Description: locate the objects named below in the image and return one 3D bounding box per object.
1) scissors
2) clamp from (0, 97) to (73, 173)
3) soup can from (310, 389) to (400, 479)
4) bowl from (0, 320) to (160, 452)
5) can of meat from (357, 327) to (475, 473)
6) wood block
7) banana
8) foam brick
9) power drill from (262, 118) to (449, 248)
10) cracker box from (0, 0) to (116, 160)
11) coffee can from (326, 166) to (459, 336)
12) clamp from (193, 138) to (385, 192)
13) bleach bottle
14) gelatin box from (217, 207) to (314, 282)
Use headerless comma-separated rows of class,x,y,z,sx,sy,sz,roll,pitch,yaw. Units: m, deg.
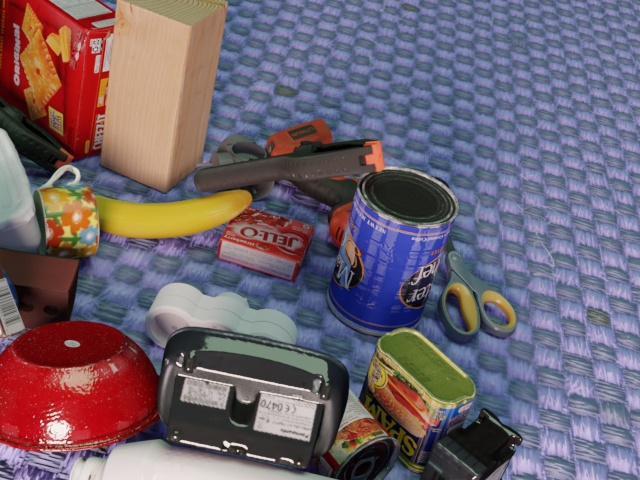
scissors,0.163,0.033,1.158,0.096,0.016,0.201,15,45,-11
clamp,-0.349,-0.134,1.186,0.171,0.039,0.120,38,13,-9
soup can,0.010,0.159,0.906,0.068,0.069,0.102,-13,42,-34
bowl,-0.203,0.108,0.869,0.162,0.055,0.162,2,19,-1
can of meat,0.083,0.140,0.945,0.057,0.084,0.102,-18,46,-38
wood block,-0.175,-0.171,1.182,0.091,0.206,0.090,23,35,14
banana,-0.172,-0.032,1.116,0.198,0.037,0.069,4,58,-1
foam brick,-0.265,0.046,0.979,0.078,0.053,0.051,8,35,-7
power drill,0.038,-0.072,1.250,0.188,0.057,0.184,37,40,29
cracker box,-0.318,-0.217,1.232,0.214,0.164,0.071,35,37,27
coffee can,0.070,0.011,1.071,0.102,0.140,0.103,10,35,-7
clamp,-0.006,-0.084,1.098,0.210,0.036,0.164,-2,15,42
bleach bottle,-0.066,0.210,0.797,0.251,0.103,0.068,11,24,10
gelatin box,-0.057,0.001,1.136,0.089,0.030,0.073,16,35,3
